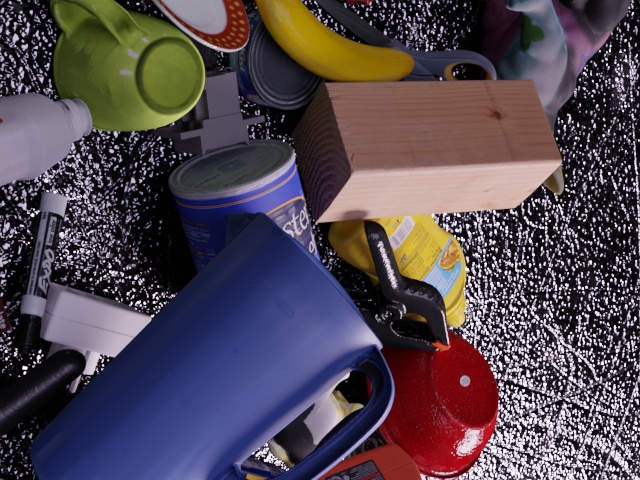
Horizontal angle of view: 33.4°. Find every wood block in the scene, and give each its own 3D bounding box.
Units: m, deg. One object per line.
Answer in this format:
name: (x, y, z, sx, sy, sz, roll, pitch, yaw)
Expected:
wood block: (0.092, -0.080, 0.932, 0.205, 0.090, 0.091, -4, 66, -24)

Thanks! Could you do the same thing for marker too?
marker: (-0.206, 0.024, 0.783, 0.020, 0.020, 0.121, 21, 68, -41)

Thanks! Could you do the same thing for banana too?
banana: (0.008, -0.168, 0.879, 0.197, 0.037, 0.069, 32, 82, -41)

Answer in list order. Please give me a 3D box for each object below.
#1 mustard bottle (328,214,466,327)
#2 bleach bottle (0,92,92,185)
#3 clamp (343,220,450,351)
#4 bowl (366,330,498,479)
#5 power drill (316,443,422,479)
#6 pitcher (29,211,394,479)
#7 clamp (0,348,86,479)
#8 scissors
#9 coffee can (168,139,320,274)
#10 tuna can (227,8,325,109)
mustard bottle: (0.090, 0.023, 1.029, 0.096, 0.058, 0.191, -52, 128, -16)
bleach bottle: (-0.266, -0.052, 0.697, 0.250, 0.103, 0.068, -24, 123, -40)
clamp: (0.049, 0.058, 0.975, 0.171, 0.120, 0.039, 44, 34, -33)
bowl: (0.122, 0.147, 1.039, 0.161, 0.055, 0.162, 21, 54, -33)
power drill: (0.035, 0.270, 0.994, 0.184, 0.057, 0.188, -17, 141, -29)
pitcher: (-0.076, 0.111, 0.758, 0.243, 0.149, 0.145, -43, 121, -4)
clamp: (-0.268, 0.170, 0.771, 0.209, 0.036, 0.165, -15, 128, -29)
scissors: (0.087, -0.175, 0.967, 0.201, 0.096, 0.016, 45, 34, -39)
coffee can: (-0.056, 0.001, 0.872, 0.102, 0.103, 0.140, -30, 119, -31)
tuna can: (-0.035, -0.154, 0.895, 0.085, 0.034, 0.086, -11, 108, -38)
